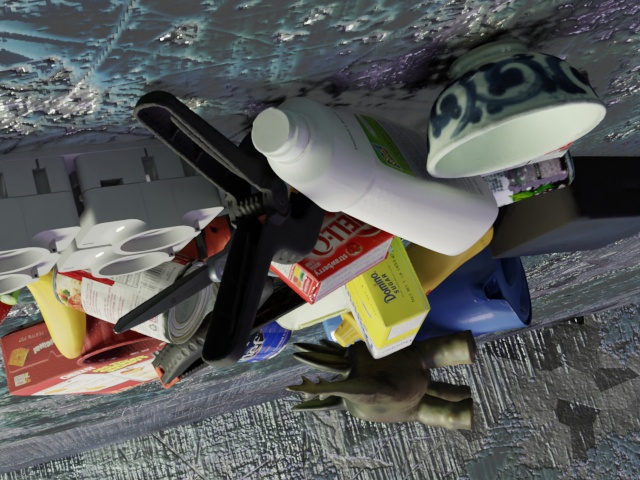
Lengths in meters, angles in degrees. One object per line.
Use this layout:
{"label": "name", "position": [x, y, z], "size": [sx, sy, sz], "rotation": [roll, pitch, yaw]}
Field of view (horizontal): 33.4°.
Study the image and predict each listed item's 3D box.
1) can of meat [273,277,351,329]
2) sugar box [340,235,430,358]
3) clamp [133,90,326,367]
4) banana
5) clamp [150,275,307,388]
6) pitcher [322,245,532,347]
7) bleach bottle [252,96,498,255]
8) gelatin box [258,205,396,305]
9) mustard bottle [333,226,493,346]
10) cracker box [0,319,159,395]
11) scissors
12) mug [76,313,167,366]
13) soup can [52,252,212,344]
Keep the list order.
{"label": "can of meat", "position": [0.001, 0.037, 1.065], "size": [0.102, 0.057, 0.083], "rotation": [-23, -159, 29]}
{"label": "sugar box", "position": [0.048, 0.042, 0.907], "size": [0.048, 0.093, 0.176], "rotation": [-22, 166, -8]}
{"label": "clamp", "position": [-0.041, -0.014, 0.693], "size": [0.036, 0.164, 0.209], "rotation": [-11, -179, 25]}
{"label": "banana", "position": [-0.219, 0.040, 0.842], "size": [0.037, 0.069, 0.198], "rotation": [9, 162, 6]}
{"label": "clamp", "position": [-0.083, 0.074, 0.933], "size": [0.171, 0.039, 0.120], "rotation": [-36, 158, 9]}
{"label": "pitcher", "position": [0.131, 0.067, 1.315], "size": [0.243, 0.145, 0.149], "rotation": [-17, 142, 22]}
{"label": "bleach bottle", "position": [0.033, -0.053, 0.739], "size": [0.068, 0.103, 0.250], "rotation": [-47, 151, 17]}
{"label": "gelatin box", "position": [0.000, -0.001, 0.786], "size": [0.089, 0.073, 0.030], "rotation": [-30, 151, -39]}
{"label": "mustard bottle", "position": [0.089, 0.040, 1.097], "size": [0.191, 0.058, 0.096], "rotation": [-40, -178, -14]}
{"label": "cracker box", "position": [-0.223, 0.116, 1.186], "size": [0.164, 0.072, 0.213], "rotation": [-20, 166, 16]}
{"label": "scissors", "position": [-0.071, 0.000, 0.781], "size": [0.016, 0.096, 0.201], "rotation": [8, -164, 44]}
{"label": "mug", "position": [-0.173, 0.058, 0.960], "size": [0.117, 0.081, 0.093], "rotation": [-22, 166, 27]}
{"label": "soup can", "position": [-0.142, 0.032, 0.811], "size": [0.102, 0.068, 0.068], "rotation": [17, 179, 19]}
